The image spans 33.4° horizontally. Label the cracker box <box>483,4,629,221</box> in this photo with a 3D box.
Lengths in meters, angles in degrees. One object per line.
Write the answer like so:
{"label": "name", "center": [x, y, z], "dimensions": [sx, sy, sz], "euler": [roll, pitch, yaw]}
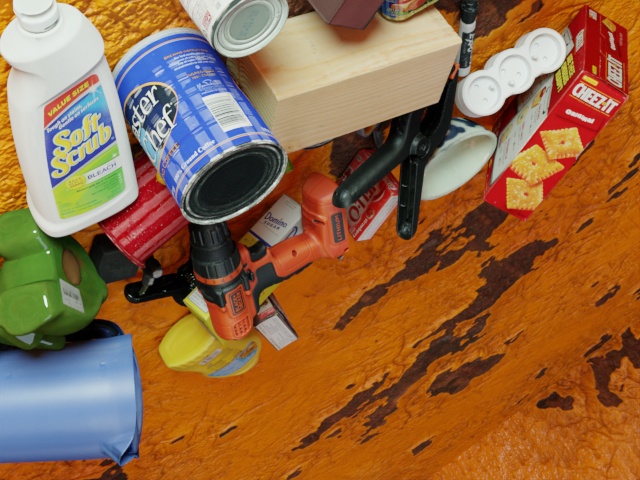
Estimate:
{"label": "cracker box", "center": [0.284, -0.152, 1.290], "dimensions": [0.214, 0.072, 0.164], "euler": [-56, -169, 40]}

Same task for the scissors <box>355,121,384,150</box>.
{"label": "scissors", "center": [0.068, -0.150, 1.189], "dimensions": [0.201, 0.016, 0.096], "euler": [-10, 121, -78]}

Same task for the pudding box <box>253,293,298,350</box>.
{"label": "pudding box", "center": [-0.075, 0.083, 1.361], "dimensions": [0.039, 0.090, 0.113], "euler": [-34, 155, 1]}

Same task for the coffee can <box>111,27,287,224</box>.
{"label": "coffee can", "center": [-0.107, -0.099, 0.925], "dimensions": [0.102, 0.140, 0.103], "euler": [-27, 155, -14]}

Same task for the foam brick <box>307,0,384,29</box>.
{"label": "foam brick", "center": [0.016, -0.228, 0.918], "dimensions": [0.051, 0.078, 0.053], "euler": [-3, 139, -48]}

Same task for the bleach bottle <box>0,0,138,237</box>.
{"label": "bleach bottle", "center": [-0.216, -0.105, 0.878], "dimensions": [0.102, 0.068, 0.251], "euler": [-26, 152, -15]}

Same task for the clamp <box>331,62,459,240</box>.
{"label": "clamp", "center": [0.093, -0.106, 1.186], "dimensions": [0.164, 0.036, 0.210], "euler": [11, 104, -55]}

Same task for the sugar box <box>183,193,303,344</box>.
{"label": "sugar box", "center": [-0.079, 0.035, 1.267], "dimensions": [0.176, 0.048, 0.093], "euler": [-46, 157, -11]}

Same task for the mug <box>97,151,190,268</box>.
{"label": "mug", "center": [-0.169, -0.033, 1.045], "dimensions": [0.081, 0.093, 0.117], "euler": [-39, 176, 0]}

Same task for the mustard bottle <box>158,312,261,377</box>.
{"label": "mustard bottle", "center": [-0.132, 0.145, 1.442], "dimensions": [0.096, 0.058, 0.191], "euler": [-39, 155, 9]}

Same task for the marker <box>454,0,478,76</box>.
{"label": "marker", "center": [0.160, -0.223, 1.174], "dimensions": [0.020, 0.020, 0.121], "euler": [-29, 155, -12]}

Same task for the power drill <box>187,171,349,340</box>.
{"label": "power drill", "center": [-0.058, 0.001, 1.172], "dimensions": [0.187, 0.057, 0.184], "euler": [-33, 139, -23]}

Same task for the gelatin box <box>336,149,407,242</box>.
{"label": "gelatin box", "center": [0.053, -0.054, 1.286], "dimensions": [0.030, 0.073, 0.089], "euler": [-8, 145, -44]}

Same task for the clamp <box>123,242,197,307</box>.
{"label": "clamp", "center": [-0.159, 0.047, 1.253], "dimensions": [0.120, 0.039, 0.171], "euler": [-32, 156, 0]}

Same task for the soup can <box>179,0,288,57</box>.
{"label": "soup can", "center": [-0.078, -0.200, 0.824], "dimensions": [0.068, 0.102, 0.068], "euler": [-27, 154, -15]}

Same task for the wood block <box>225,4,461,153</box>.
{"label": "wood block", "center": [0.019, -0.164, 1.025], "dimensions": [0.205, 0.090, 0.091], "euler": [-21, 153, -25]}

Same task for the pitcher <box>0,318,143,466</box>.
{"label": "pitcher", "center": [-0.311, 0.165, 1.128], "dimensions": [0.242, 0.145, 0.149], "euler": [-3, -178, -10]}
